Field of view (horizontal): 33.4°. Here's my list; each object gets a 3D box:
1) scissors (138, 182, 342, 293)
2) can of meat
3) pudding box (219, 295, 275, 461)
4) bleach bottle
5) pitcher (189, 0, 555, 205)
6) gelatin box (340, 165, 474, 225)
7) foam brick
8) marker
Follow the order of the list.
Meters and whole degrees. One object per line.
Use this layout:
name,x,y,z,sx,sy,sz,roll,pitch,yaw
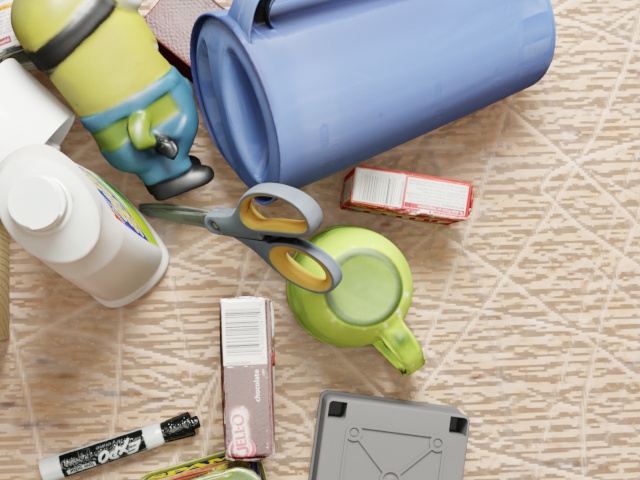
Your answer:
scissors,-0.055,0.001,0.745,0.016,0.202,0.096,-47,111,-29
can of meat,-0.086,0.190,0.764,0.102,0.084,0.057,-15,88,-4
pudding box,-0.054,0.097,0.768,0.039,0.090,0.113,0,86,-6
bleach bottle,-0.154,-0.007,0.686,0.068,0.251,0.102,-40,90,-5
pitcher,0.041,-0.132,0.740,0.242,0.149,0.145,-22,96,-21
gelatin box,0.063,-0.032,0.791,0.089,0.073,0.030,9,87,-4
foam brick,-0.090,-0.150,0.798,0.078,0.051,0.053,39,84,-1
marker,-0.148,0.153,0.794,0.121,0.020,0.020,-18,88,-4
